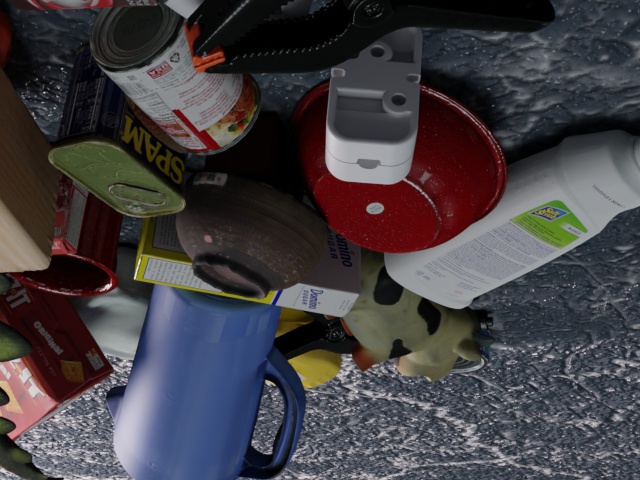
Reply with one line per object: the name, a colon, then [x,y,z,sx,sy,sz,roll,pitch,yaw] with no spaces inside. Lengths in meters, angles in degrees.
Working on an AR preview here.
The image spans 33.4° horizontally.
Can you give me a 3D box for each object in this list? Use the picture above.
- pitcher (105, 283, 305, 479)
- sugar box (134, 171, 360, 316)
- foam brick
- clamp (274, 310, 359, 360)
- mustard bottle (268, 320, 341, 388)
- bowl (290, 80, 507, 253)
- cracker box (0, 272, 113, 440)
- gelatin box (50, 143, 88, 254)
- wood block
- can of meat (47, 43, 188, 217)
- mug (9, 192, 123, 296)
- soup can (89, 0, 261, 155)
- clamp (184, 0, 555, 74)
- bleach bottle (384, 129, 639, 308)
pitcher: [-0.096,0.112,0.957,0.149,0.145,0.243,-5,134,-26]
sugar box: [-0.056,0.001,0.863,0.176,0.093,0.048,13,143,-14]
foam brick: [-0.048,-0.053,0.799,0.053,0.051,0.078,-3,154,18]
clamp: [0.002,0.088,1.048,0.171,0.039,0.120,9,132,-31]
mustard bottle: [-0.063,0.102,1.122,0.096,0.058,0.191,-11,151,29]
bowl: [0.047,-0.040,0.752,0.162,0.055,0.162,15,144,11]
cracker box: [-0.305,0.101,1.052,0.072,0.164,0.214,-32,178,-35]
gelatin box: [-0.222,-0.032,0.835,0.073,0.089,0.030,-1,154,14]
wood block: [-0.238,-0.063,0.655,0.090,0.091,0.206,-4,153,5]
can of meat: [-0.131,-0.076,0.731,0.058,0.084,0.102,-9,151,27]
mug: [-0.205,-0.003,0.902,0.093,0.081,0.117,-6,152,22]
soup can: [-0.090,-0.108,0.674,0.069,0.068,0.102,-6,152,24]
clamp: [0.031,-0.134,0.577,0.210,0.036,0.164,-22,149,12]
bleach bottle: [0.165,-0.020,0.816,0.102,0.068,0.251,23,148,-32]
